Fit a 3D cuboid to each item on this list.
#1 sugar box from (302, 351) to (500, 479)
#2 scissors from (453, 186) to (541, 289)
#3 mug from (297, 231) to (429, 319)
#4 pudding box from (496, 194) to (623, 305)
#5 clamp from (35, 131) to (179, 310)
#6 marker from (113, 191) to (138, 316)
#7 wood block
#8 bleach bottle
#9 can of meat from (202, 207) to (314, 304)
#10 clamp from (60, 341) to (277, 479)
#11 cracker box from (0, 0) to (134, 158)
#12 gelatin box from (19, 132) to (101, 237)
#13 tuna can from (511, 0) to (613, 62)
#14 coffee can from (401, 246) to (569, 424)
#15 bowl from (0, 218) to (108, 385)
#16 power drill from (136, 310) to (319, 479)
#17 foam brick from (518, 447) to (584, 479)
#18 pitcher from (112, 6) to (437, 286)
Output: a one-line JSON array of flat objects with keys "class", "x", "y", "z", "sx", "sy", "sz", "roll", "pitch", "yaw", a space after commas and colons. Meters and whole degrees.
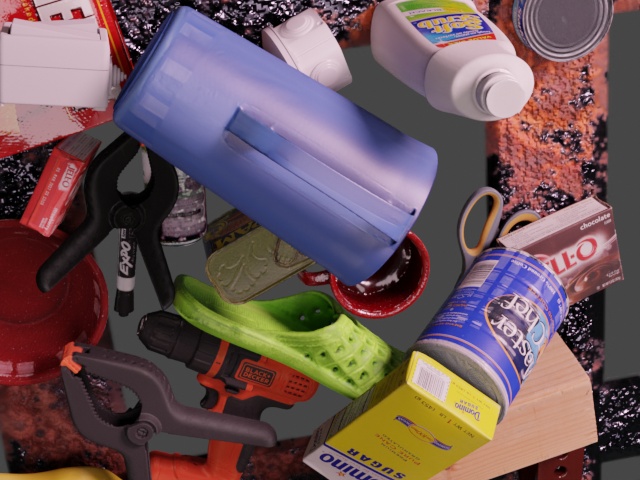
[{"class": "sugar box", "x": 0.068, "y": 0.174, "z": 0.950, "sx": 0.093, "sy": 0.048, "sz": 0.176, "roll": 35, "pitch": 132, "yaw": -9}, {"class": "scissors", "x": 0.163, "y": 0.044, "z": 1.065, "sx": 0.096, "sy": 0.016, "sz": 0.202, "roll": 3, "pitch": 111, "yaw": -12}, {"class": "mug", "x": 0.035, "y": 0.017, "z": 0.993, "sx": 0.117, "sy": 0.081, "sz": 0.093, "roll": -15, "pitch": 114, "yaw": -5}, {"class": "pudding box", "x": 0.235, "y": 0.019, "z": 1.043, "sx": 0.113, "sy": 0.039, "sz": 0.090, "roll": -26, "pitch": 124, "yaw": -9}, {"class": "clamp", "x": -0.175, "y": -0.020, "z": 0.902, "sx": 0.120, "sy": 0.039, "sz": 0.171, "roll": -1, "pitch": 110, "yaw": -25}, {"class": "marker", "x": -0.178, "y": 0.014, "z": 0.984, "sx": 0.020, "sy": 0.020, "sz": 0.121, "roll": 3, "pitch": 111, "yaw": -12}, {"class": "wood block", "x": 0.161, "y": 0.177, "z": 1.072, "sx": 0.206, "sy": 0.090, "sz": 0.091, "roll": -18, "pitch": 123, "yaw": -4}, {"class": "bleach bottle", "x": 0.113, "y": -0.144, "z": 0.851, "sx": 0.102, "sy": 0.251, "sz": 0.068, "roll": -3, "pitch": 112, "yaw": -10}, {"class": "can of meat", "x": -0.056, "y": 0.001, "z": 0.967, "sx": 0.102, "sy": 0.084, "sz": 0.057, "roll": -30, "pitch": 114, "yaw": 2}, {"class": "clamp", "x": -0.167, "y": 0.177, "z": 0.984, "sx": 0.209, "sy": 0.036, "sz": 0.165, "roll": 41, "pitch": 102, "yaw": -21}, {"class": "cracker box", "x": -0.271, "y": -0.153, "z": 0.871, "sx": 0.213, "sy": 0.072, "sz": 0.164, "roll": -19, "pitch": 114, "yaw": -4}, {"class": "gelatin box", "x": -0.220, "y": -0.051, "z": 0.911, "sx": 0.030, "sy": 0.089, "sz": 0.073, "roll": 27, "pitch": 104, "yaw": -10}, {"class": "tuna can", "x": 0.218, "y": -0.207, "z": 0.965, "sx": 0.086, "sy": 0.034, "sz": 0.086, "roll": -4, "pitch": 112, "yaw": -10}, {"class": "coffee can", "x": 0.152, "y": 0.088, "z": 0.978, "sx": 0.140, "sy": 0.103, "sz": 0.103, "roll": -48, "pitch": 121, "yaw": -37}, {"class": "bowl", "x": -0.272, "y": 0.048, "z": 0.959, "sx": 0.162, "sy": 0.055, "sz": 0.162, "roll": -4, "pitch": 112, "yaw": -10}, {"class": "power drill", "x": -0.113, "y": 0.167, "z": 1.034, "sx": 0.184, "sy": 0.057, "sz": 0.188, "roll": 21, "pitch": 109, "yaw": -15}, {"class": "foam brick", "x": 0.246, "y": 0.233, "z": 1.137, "sx": 0.053, "sy": 0.051, "sz": 0.078, "roll": -6, "pitch": 112, "yaw": -9}, {"class": "pitcher", "x": -0.035, "y": -0.076, "z": 0.839, "sx": 0.242, "sy": 0.145, "sz": 0.149, "roll": 31, "pitch": 141, "yaw": -16}]
